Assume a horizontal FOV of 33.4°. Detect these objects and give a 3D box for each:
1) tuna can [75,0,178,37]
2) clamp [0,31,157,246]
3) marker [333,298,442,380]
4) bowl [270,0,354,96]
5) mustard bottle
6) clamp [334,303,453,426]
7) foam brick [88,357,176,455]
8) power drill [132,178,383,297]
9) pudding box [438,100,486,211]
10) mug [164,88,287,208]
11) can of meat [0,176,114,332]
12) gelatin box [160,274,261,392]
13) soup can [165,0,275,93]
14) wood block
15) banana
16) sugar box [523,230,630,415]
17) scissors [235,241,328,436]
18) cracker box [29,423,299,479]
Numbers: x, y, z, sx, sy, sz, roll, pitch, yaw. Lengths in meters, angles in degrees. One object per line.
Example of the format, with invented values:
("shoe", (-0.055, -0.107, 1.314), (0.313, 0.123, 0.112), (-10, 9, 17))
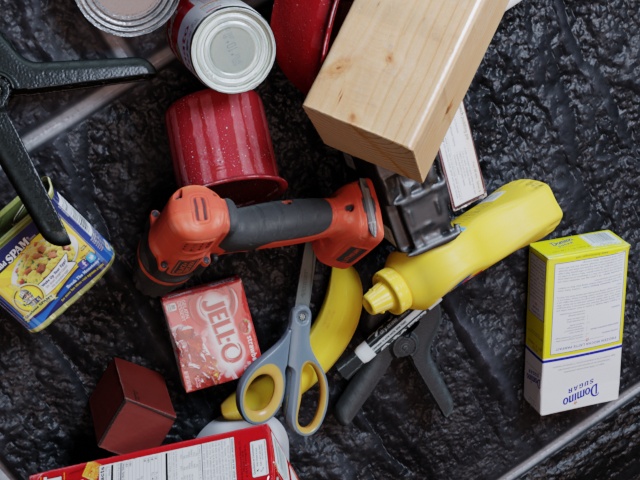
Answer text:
("tuna can", (-0.152, -0.204, 0.830), (0.086, 0.034, 0.086), (-6, 112, -16))
("clamp", (-0.247, -0.099, 0.812), (0.209, 0.036, 0.164), (21, 77, -15))
("marker", (0.060, 0.086, 0.982), (0.121, 0.020, 0.020), (-41, 117, 3))
("bowl", (0.001, -0.184, 0.842), (0.055, 0.162, 0.162), (17, 106, 8))
("mustard bottle", (0.117, 0.012, 0.943), (0.191, 0.096, 0.058), (-29, 95, -23))
("clamp", (0.066, 0.102, 1.017), (0.120, 0.039, 0.171), (-12, 107, -19))
("foam brick", (-0.166, 0.148, 0.935), (0.053, 0.078, 0.051), (26, 102, -24))
("power drill", (-0.056, 0.001, 0.879), (0.187, 0.185, 0.057), (-7, 76, -22))
("pudding box", (0.098, -0.093, 0.924), (0.039, 0.090, 0.113), (-25, 116, -9))
("mug", (-0.073, -0.072, 0.872), (0.117, 0.093, 0.081), (7, 67, -55))
("can of meat", (-0.231, 0.013, 0.874), (0.102, 0.057, 0.084), (-41, 118, 0))
("gelatin box", (-0.096, 0.082, 0.950), (0.073, 0.030, 0.089), (-15, 101, -12))
("soup can", (-0.079, -0.157, 0.834), (0.068, 0.102, 0.068), (-6, 112, -16))
("wood block", (0.078, -0.162, 0.805), (0.090, 0.090, 0.206), (24, 83, 15))
("banana", (-0.015, 0.096, 0.991), (0.069, 0.037, 0.198), (33, 95, 1))
("sugar box", (0.254, 0.083, 1.069), (0.093, 0.048, 0.176), (-8, 116, -16))
("scissors", (-0.035, 0.077, 0.946), (0.096, 0.016, 0.202), (-8, 97, -26))
("cracker box", (-0.122, 0.247, 0.927), (0.214, 0.072, 0.164), (-14, 140, 6))
